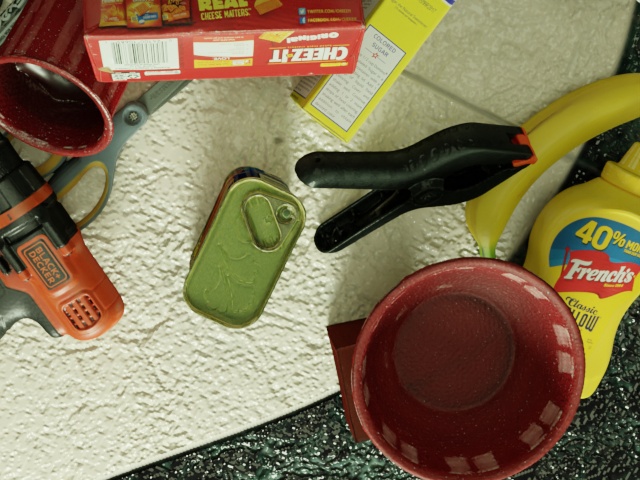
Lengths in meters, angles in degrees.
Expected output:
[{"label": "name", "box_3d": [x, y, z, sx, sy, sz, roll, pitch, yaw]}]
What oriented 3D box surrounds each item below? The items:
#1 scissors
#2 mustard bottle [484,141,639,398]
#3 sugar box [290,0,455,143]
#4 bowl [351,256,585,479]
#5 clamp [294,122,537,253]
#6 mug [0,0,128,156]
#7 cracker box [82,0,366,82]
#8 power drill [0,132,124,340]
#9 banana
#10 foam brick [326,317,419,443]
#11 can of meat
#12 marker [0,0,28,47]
[{"label": "scissors", "box_3d": [-0.153, -0.094, 0.754, 0.096, 0.016, 0.202, 34, 96, -12]}, {"label": "mustard bottle", "box_3d": [0.196, 0.018, 0.786, 0.096, 0.058, 0.192, 21, 105, -12]}, {"label": "sugar box", "box_3d": [0.050, -0.152, 0.725, 0.048, 0.093, 0.176, 38, 96, -14]}, {"label": "bowl", "box_3d": [0.099, 0.085, 0.744, 0.162, 0.055, 0.162, -1, 100, -4]}, {"label": "clamp", "box_3d": [0.062, -0.047, 0.736, 0.171, 0.120, 0.039, -23, 68, 6]}, {"label": "mug", "box_3d": [-0.175, -0.113, 0.708, 0.117, 0.081, 0.093, -17, 134, 41]}, {"label": "cracker box", "box_3d": [-0.065, -0.208, 0.668, 0.164, 0.072, 0.214, -4, 72, -6]}, {"label": "power drill", "box_3d": [-0.256, 0.023, 0.736, 0.188, 0.057, 0.184, -31, 105, 7]}, {"label": "banana", "box_3d": [0.172, -0.066, 0.788, 0.198, 0.037, 0.069, -44, 129, 6]}, {"label": "foam brick", "box_3d": [0.040, 0.101, 0.799, 0.053, 0.051, 0.078, -13, 103, -4]}, {"label": "can of meat", "box_3d": [-0.055, 0.001, 0.750, 0.057, 0.084, 0.102, 24, 98, -10]}, {"label": "marker", "box_3d": [-0.207, -0.155, 0.733, 0.020, 0.020, 0.121, 43, 95, -13]}]
